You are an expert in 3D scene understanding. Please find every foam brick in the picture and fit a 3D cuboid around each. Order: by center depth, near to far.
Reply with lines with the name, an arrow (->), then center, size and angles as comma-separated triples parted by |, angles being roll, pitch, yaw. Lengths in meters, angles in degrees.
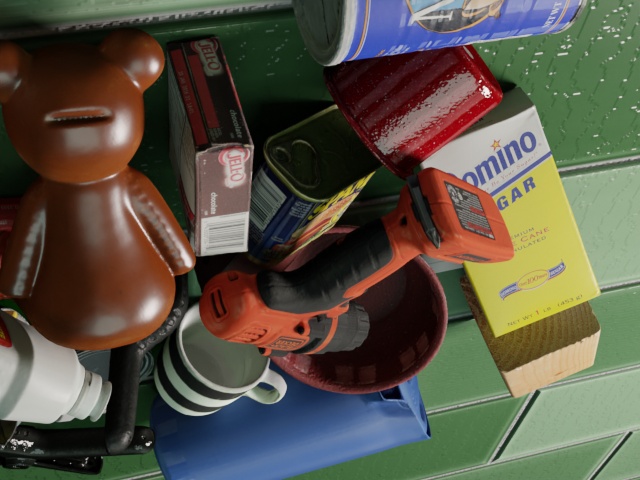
foam brick -> -0.055, 0.001, 0.801 | 0.051, 0.053, 0.078 | 9, 138, -37

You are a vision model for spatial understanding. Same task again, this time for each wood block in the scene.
wood block -> 0.192, 0.077, 0.967 | 0.091, 0.090, 0.206 | -24, 162, 6

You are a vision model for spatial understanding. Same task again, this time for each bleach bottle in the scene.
bleach bottle -> -0.248, 0.051, 0.654 | 0.250, 0.103, 0.068 | 27, 98, -24

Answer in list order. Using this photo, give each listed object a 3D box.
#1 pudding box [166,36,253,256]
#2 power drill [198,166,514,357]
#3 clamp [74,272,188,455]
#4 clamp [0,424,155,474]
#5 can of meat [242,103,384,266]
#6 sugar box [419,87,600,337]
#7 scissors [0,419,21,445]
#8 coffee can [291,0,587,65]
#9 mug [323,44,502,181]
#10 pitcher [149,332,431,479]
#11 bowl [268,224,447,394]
pudding box -> -0.071, -0.056, 0.671 | 0.039, 0.090, 0.114 | -9, 147, -14
power drill -> 0.035, 0.026, 0.735 | 0.188, 0.057, 0.184 | -30, 158, 25
clamp -> -0.144, 0.070, 0.775 | 0.171, 0.120, 0.039 | -49, 162, -17
clamp -> -0.270, 0.189, 0.969 | 0.209, 0.036, 0.165 | 6, 158, -20
can of meat -> -0.011, -0.037, 0.737 | 0.101, 0.057, 0.084 | -33, 167, -44
sugar box -> 0.142, -0.018, 0.812 | 0.093, 0.048, 0.176 | -24, 120, 7
scissors -> -0.259, 0.143, 0.830 | 0.096, 0.016, 0.202 | -21, -174, 2
coffee can -> 0.062, -0.155, 0.580 | 0.140, 0.103, 0.103 | -10, 147, -15
mug -> 0.054, -0.107, 0.678 | 0.082, 0.093, 0.117 | -37, 108, 17
pitcher -> -0.027, 0.155, 0.994 | 0.243, 0.145, 0.149 | -20, 136, 8
bowl -> 0.023, 0.045, 0.869 | 0.162, 0.055, 0.162 | 4, 121, 7
